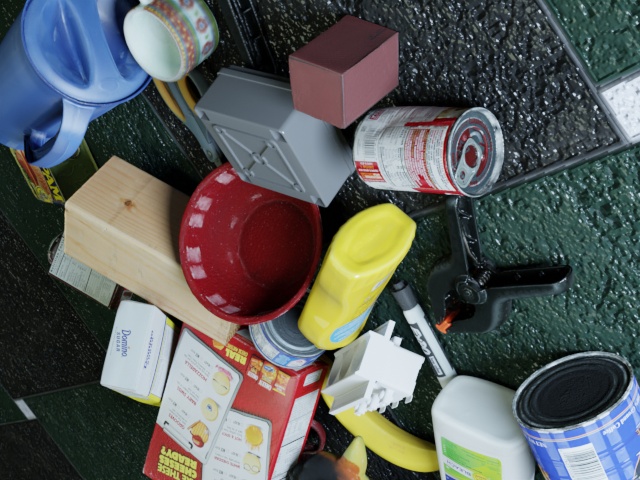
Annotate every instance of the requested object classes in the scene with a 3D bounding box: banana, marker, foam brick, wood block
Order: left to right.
[{"bbox_3d":[-0.160,0.009,1.132,0.206,0.090,0.090,29,141,10],"label":"wood block"},{"bbox_3d":[0.020,-0.133,0.838,0.053,0.078,0.051,26,139,29],"label":"foam brick"},{"bbox_3d":[0.063,0.194,1.151,0.198,0.037,0.070,30,113,20],"label":"banana"},{"bbox_3d":[0.100,0.089,1.018,0.020,0.020,0.121,-6,119,50],"label":"marker"}]

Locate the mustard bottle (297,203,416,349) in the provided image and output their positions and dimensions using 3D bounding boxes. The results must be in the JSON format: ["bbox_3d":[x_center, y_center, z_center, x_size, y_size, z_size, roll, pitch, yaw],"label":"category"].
[{"bbox_3d":[0.024,0.050,0.995,0.058,0.096,0.192,40,145,12],"label":"mustard bottle"}]

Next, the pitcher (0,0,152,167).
[{"bbox_3d":[-0.271,-0.159,1.080,0.145,0.149,0.243,56,149,-10],"label":"pitcher"}]

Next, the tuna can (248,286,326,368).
[{"bbox_3d":[-0.028,0.086,1.098,0.086,0.086,0.034,47,144,2],"label":"tuna can"}]

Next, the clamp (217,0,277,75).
[{"bbox_3d":[-0.082,-0.233,0.890,0.210,0.036,0.165,43,147,5],"label":"clamp"}]

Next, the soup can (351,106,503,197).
[{"bbox_3d":[0.082,-0.071,0.837,0.102,0.068,0.068,7,129,45],"label":"soup can"}]

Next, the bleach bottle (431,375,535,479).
[{"bbox_3d":[0.170,0.246,1.059,0.103,0.068,0.251,19,139,32],"label":"bleach bottle"}]

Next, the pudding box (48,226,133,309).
[{"bbox_3d":[-0.271,0.022,1.302,0.114,0.039,0.090,27,100,29],"label":"pudding box"}]

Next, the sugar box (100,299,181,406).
[{"bbox_3d":[-0.194,0.127,1.177,0.048,0.093,0.176,9,166,7],"label":"sugar box"}]

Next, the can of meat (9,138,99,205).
[{"bbox_3d":[-0.315,-0.090,1.269,0.084,0.057,0.102,10,130,46],"label":"can of meat"}]

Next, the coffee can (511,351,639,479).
[{"bbox_3d":[0.232,0.178,0.884,0.103,0.102,0.140,-3,121,49],"label":"coffee can"}]

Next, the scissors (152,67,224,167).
[{"bbox_3d":[-0.103,-0.098,1.055,0.201,0.016,0.096,56,155,-12],"label":"scissors"}]

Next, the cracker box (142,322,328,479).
[{"bbox_3d":[-0.096,0.198,1.185,0.164,0.071,0.214,26,111,29],"label":"cracker box"}]

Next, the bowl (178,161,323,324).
[{"bbox_3d":[-0.057,0.001,1.032,0.162,0.055,0.162,-3,84,29],"label":"bowl"}]

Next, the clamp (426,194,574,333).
[{"bbox_3d":[0.143,0.037,0.902,0.120,0.039,0.171,40,151,20],"label":"clamp"}]
